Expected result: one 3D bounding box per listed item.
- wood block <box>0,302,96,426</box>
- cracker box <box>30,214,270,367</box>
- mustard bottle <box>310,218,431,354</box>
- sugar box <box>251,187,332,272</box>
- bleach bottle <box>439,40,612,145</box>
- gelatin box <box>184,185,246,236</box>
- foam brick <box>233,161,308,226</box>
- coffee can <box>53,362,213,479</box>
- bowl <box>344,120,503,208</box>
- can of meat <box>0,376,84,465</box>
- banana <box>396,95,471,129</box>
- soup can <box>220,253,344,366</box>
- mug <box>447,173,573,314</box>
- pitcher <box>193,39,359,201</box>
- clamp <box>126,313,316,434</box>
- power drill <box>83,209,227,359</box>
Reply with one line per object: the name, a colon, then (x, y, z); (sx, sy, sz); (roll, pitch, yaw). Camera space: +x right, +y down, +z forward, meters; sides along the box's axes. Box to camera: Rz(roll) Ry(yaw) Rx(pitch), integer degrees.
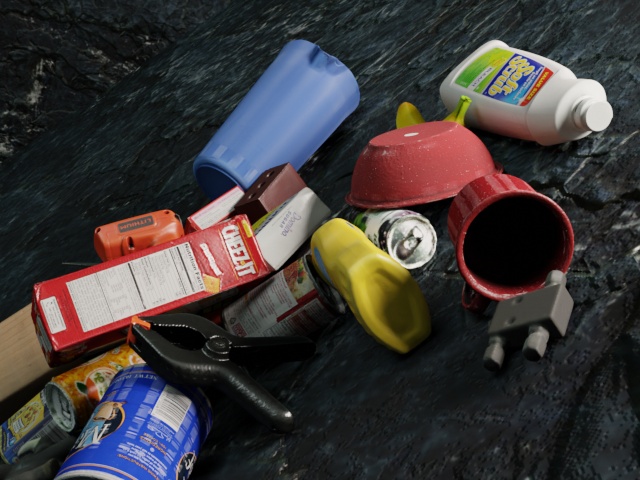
wood block: (-0.338, 0.138, 1.278); (0.206, 0.090, 0.090); (-32, -22, 14)
cracker box: (-0.173, 0.052, 1.048); (0.213, 0.072, 0.164); (-20, -7, -18)
mustard bottle: (0.034, 0.029, 0.957); (0.058, 0.096, 0.192); (-38, 21, -2)
sugar box: (-0.058, 0.001, 1.168); (0.093, 0.048, 0.176); (-46, 4, -21)
bleach bottle: (0.219, -0.148, 1.090); (0.102, 0.068, 0.251); (-40, 23, -7)
gelatin box: (-0.134, -0.021, 1.358); (0.089, 0.030, 0.073); (-37, -14, -32)
foam brick: (-0.060, -0.051, 1.335); (0.053, 0.051, 0.078); (-14, 31, 47)
coffee can: (-0.162, 0.189, 0.919); (0.103, 0.102, 0.140); (-25, 24, 28)
bowl: (0.098, -0.081, 1.066); (0.162, 0.055, 0.162); (-13, 15, 3)
can of meat: (-0.304, 0.208, 1.169); (0.084, 0.057, 0.102); (-41, 20, -4)
banana: (0.123, -0.122, 1.196); (0.069, 0.037, 0.198); (-68, 18, -1)
soup can: (-0.037, 0.068, 1.027); (0.102, 0.068, 0.068); (-33, 21, 11)
mug: (0.145, 0.004, 0.867); (0.081, 0.093, 0.117); (-98, 27, -72)
pitcher: (-0.064, -0.145, 1.460); (0.145, 0.149, 0.242); (10, 52, 43)
clamp: (-0.088, 0.111, 0.936); (0.120, 0.171, 0.039); (-90, 12, -62)
power drill: (-0.205, 0.051, 1.210); (0.184, 0.057, 0.188); (-14, 41, -12)
